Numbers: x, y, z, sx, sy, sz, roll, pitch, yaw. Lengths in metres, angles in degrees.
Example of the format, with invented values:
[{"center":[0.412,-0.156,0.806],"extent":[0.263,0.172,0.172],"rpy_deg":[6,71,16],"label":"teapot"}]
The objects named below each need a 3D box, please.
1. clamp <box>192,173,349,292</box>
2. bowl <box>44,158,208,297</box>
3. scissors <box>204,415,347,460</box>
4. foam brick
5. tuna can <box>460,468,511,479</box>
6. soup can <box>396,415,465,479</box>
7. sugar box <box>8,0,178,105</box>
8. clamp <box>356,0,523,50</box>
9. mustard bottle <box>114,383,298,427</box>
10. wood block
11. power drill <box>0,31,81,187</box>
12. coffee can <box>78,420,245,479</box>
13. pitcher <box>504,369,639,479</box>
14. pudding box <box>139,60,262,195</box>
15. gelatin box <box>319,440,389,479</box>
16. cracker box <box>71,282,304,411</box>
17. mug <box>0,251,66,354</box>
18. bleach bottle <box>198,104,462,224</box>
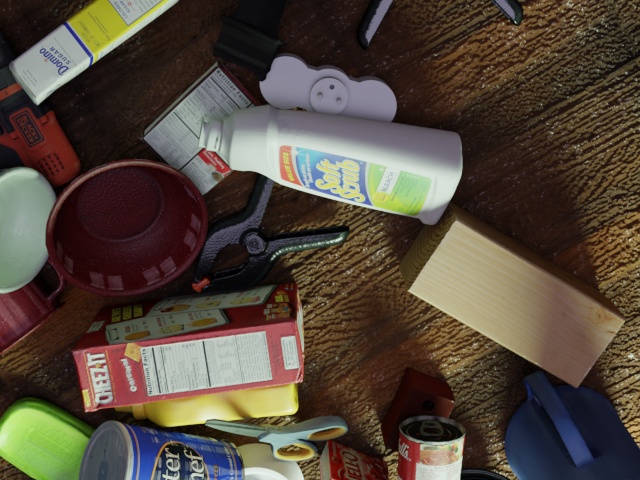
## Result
[{"center":[-0.057,0.001,1.108],"extent":[0.120,0.039,0.171],"rpy_deg":[42,103,-6],"label":"clamp"},{"center":[-0.197,-0.023,1.072],"extent":[0.162,0.055,0.162],"rpy_deg":[-10,126,-15],"label":"bowl"},{"center":[-0.036,0.193,1.100],"extent":[0.096,0.201,0.016],"rpy_deg":[-25,61,9],"label":"scissors"},{"center":[0.105,0.188,1.157],"extent":[0.053,0.051,0.078],"rpy_deg":[20,104,-7],"label":"foam brick"},{"center":[0.172,0.282,1.167],"extent":[0.086,0.086,0.034],"rpy_deg":[2,104,-2],"label":"tuna can"},{"center":[0.113,0.242,1.108],"extent":[0.068,0.068,0.102],"rpy_deg":[1,104,-2],"label":"soup can"},{"center":[-0.208,-0.197,0.997],"extent":[0.176,0.093,0.048],"rpy_deg":[-37,101,-10],"label":"sugar box"},{"center":[0.095,-0.290,1.031],"extent":[0.164,0.036,0.210],"rpy_deg":[-15,103,2],"label":"clamp"},{"center":[-0.121,0.159,1.120],"extent":[0.191,0.096,0.058],"rpy_deg":[-7,105,1],"label":"mustard bottle"},{"center":[0.195,0.052,1.102],"extent":[0.206,0.090,0.091],"rpy_deg":[30,103,-10],"label":"wood block"},{"center":[-0.358,-0.106,1.059],"extent":[0.188,0.057,0.184],"rpy_deg":[-27,105,6],"label":"power drill"},{"center":[-0.164,0.247,1.102],"extent":[0.140,0.103,0.103],"rpy_deg":[17,106,-35],"label":"coffee can"},{"center":[0.272,0.241,1.077],"extent":[0.149,0.243,0.145],"rpy_deg":[18,102,-8],"label":"pitcher"},{"center":[-0.111,-0.111,1.075],"extent":[0.113,0.039,0.090],"rpy_deg":[-42,103,7],"label":"pudding box"},{"center":[0.038,0.258,1.154],"extent":[0.073,0.089,0.030],"rpy_deg":[21,105,-7],"label":"gelatin box"},{"center":[-0.123,0.103,1.068],"extent":[0.213,0.164,0.072],"rpy_deg":[-8,101,0],"label":"cracker box"},{"center":[-0.314,0.054,1.089],"extent":[0.117,0.093,0.081],"rpy_deg":[-34,99,14],"label":"mug"},{"center":[0.005,-0.080,1.044],"extent":[0.250,0.068,0.103],"rpy_deg":[8,145,-9],"label":"bleach bottle"}]
